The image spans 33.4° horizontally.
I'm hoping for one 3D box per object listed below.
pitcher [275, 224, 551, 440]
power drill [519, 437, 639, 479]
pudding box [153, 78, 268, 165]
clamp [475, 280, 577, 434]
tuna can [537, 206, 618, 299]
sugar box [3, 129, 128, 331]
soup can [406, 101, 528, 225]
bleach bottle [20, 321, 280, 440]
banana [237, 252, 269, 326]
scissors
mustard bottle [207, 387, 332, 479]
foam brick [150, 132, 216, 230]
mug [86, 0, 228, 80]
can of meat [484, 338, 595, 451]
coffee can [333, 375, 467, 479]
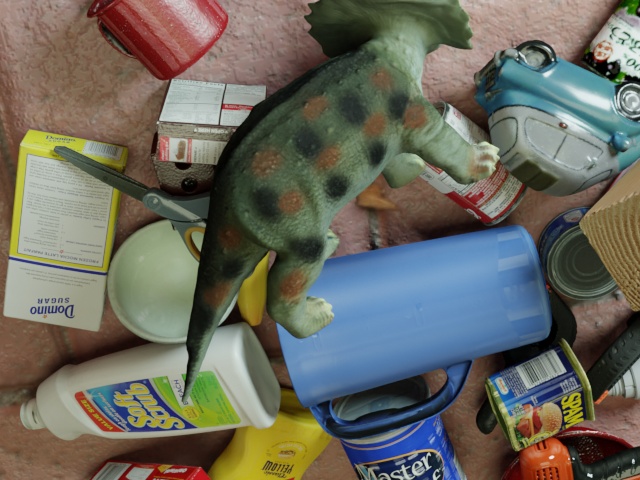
[{"bbox_3d":[0.083,0.074,0.977,0.243,0.145,0.149,-13,136,5],"label":"pitcher"},{"bbox_3d":[0.297,0.265,1.060,0.187,0.057,0.184,-12,116,3],"label":"power drill"},{"bbox_3d":[-0.090,-0.101,0.904,0.090,0.113,0.039,3,116,-3],"label":"pudding box"},{"bbox_3d":[0.224,0.117,1.061,0.120,0.039,0.171,0,114,-18],"label":"clamp"},{"bbox_3d":[0.252,0.013,1.014,0.086,0.034,0.086,-1,115,-2],"label":"tuna can"},{"bbox_3d":[-0.235,-0.007,0.982,0.093,0.048,0.176,11,117,-7],"label":"sugar box"},{"bbox_3d":[0.129,-0.069,0.952,0.102,0.068,0.069,34,110,-16],"label":"soup can"},{"bbox_3d":[-0.172,0.152,1.028,0.251,0.068,0.102,-14,117,18],"label":"bleach bottle"},{"bbox_3d":[-0.059,-0.013,0.972,0.037,0.069,0.198,1,129,-13],"label":"banana"},{"bbox_3d":[-0.126,-0.043,0.921,0.201,0.016,0.096,41,118,-13],"label":"scissors"},{"bbox_3d":[-0.065,0.241,1.096,0.096,0.058,0.192,15,117,-30],"label":"mustard bottle"},{"bbox_3d":[-0.116,-0.059,0.957,0.053,0.051,0.078,-12,115,3],"label":"foam brick"},{"bbox_3d":[-0.138,-0.183,0.884,0.117,0.093,0.081,-19,125,41],"label":"mug"},{"bbox_3d":[0.205,0.148,1.004,0.084,0.057,0.102,-25,144,1],"label":"can of meat"},{"bbox_3d":[0.083,0.216,1.067,0.103,0.103,0.140,-21,115,7],"label":"coffee can"}]
